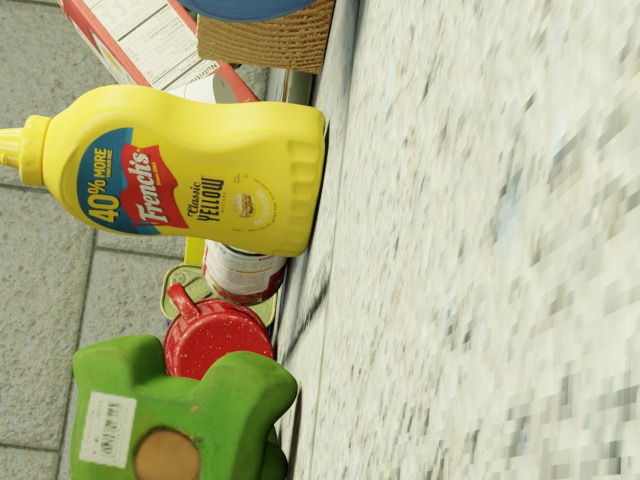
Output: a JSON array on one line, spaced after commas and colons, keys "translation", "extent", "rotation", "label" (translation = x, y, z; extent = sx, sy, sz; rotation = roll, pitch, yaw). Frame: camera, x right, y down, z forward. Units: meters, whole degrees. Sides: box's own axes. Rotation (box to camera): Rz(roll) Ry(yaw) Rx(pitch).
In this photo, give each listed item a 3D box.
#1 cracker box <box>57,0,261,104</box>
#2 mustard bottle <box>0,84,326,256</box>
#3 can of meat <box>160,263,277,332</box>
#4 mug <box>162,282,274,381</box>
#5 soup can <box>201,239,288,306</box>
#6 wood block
[{"translation": [-0.123, -0.139, 0.846], "extent": [0.072, 0.214, 0.164], "rotation": [-39, -1, -7], "label": "cracker box"}, {"translation": [-0.096, -0.044, 0.626], "extent": [0.058, 0.191, 0.096], "rotation": [-87, 6, -46], "label": "mustard bottle"}, {"translation": [-0.094, 0.067, 0.983], "extent": [0.084, 0.102, 0.057], "rotation": [102, 174, -64], "label": "can of meat"}, {"translation": [-0.087, 0.085, 0.867], "extent": [0.117, 0.093, 0.081], "rotation": [59, 173, -6], "label": "mug"}, {"translation": [-0.055, 0.001, 0.817], "extent": [0.102, 0.068, 0.068], "rotation": [108, 169, -64], "label": "soup can"}, {"translation": [-0.032, -0.227, 0.765], "extent": [0.091, 0.090, 0.206], "rotation": [101, 174, -51], "label": "wood block"}]
